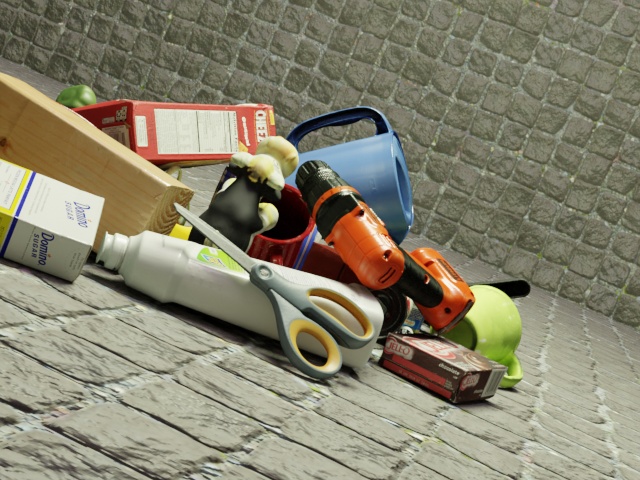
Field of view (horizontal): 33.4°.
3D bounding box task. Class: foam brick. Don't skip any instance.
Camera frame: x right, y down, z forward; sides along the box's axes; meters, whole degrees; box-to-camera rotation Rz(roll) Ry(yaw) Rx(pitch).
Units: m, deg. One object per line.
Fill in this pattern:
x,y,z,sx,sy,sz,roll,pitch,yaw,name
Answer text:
0.010,0.050,1.118,0.051,0.078,0.052,27,5,38,foam brick

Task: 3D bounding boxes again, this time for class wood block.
-0.234,-0.065,1.001,0.206,0.091,0.090,33,4,8,wood block

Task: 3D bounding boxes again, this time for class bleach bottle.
-0.074,0.042,0.947,0.250,0.068,0.103,19,8,-15,bleach bottle

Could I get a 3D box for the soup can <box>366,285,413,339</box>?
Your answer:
0.067,0.071,1.195,0.068,0.068,0.102,23,5,8,soup can

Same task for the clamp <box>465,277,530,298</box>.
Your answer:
0.179,0.069,1.360,0.120,0.039,0.172,-13,13,-33,clamp

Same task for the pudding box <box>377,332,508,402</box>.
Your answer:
0.122,0.124,1.054,0.090,0.039,0.113,25,6,29,pudding box

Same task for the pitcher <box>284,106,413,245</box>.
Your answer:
-0.003,-0.071,1.421,0.243,0.149,0.145,-9,-41,12,pitcher

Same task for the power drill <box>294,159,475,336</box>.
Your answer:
0.063,0.008,1.069,0.187,0.057,0.184,33,17,-42,power drill

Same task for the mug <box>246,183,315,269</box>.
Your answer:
-0.058,0.001,1.212,0.093,0.082,0.117,3,50,-17,mug

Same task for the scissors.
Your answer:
-0.048,0.047,0.884,0.201,0.016,0.096,28,47,-8,scissors

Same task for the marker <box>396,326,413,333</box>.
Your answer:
0.088,0.110,1.152,0.020,0.020,0.121,23,6,6,marker

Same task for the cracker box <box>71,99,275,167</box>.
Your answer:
-0.182,-0.120,1.232,0.164,0.072,0.213,-2,3,43,cracker box

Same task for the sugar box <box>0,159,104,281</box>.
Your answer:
-0.269,-0.031,0.864,0.176,0.048,0.093,24,23,-15,sugar box
